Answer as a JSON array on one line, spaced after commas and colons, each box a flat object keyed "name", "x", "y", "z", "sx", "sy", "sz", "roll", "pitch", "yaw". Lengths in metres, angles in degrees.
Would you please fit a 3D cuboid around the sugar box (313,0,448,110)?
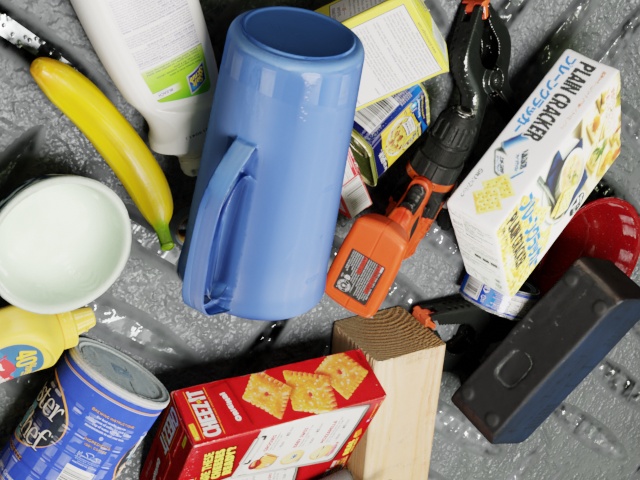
[{"name": "sugar box", "x": 0.013, "y": -0.155, "z": 0.923, "sx": 0.176, "sy": 0.048, "sz": 0.093, "roll": -19, "pitch": 134, "yaw": 20}]

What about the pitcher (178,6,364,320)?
[{"name": "pitcher", "x": -0.043, "y": -0.058, "z": 0.875, "sx": 0.144, "sy": 0.149, "sz": 0.243, "roll": 0, "pitch": 127, "yaw": -18}]

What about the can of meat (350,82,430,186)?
[{"name": "can of meat", "x": 0.056, "y": -0.111, "z": 1.004, "sx": 0.084, "sy": 0.057, "sz": 0.102, "roll": -45, "pitch": 161, "yaw": -9}]

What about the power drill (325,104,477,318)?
[{"name": "power drill", "x": 0.079, "y": -0.026, "z": 1.006, "sx": 0.187, "sy": 0.057, "sz": 0.185, "roll": -47, "pitch": 164, "yaw": -52}]

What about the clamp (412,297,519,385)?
[{"name": "clamp", "x": 0.184, "y": 0.112, "z": 1.240, "sx": 0.164, "sy": 0.036, "sz": 0.209, "roll": -50, "pitch": 132, "yaw": 3}]

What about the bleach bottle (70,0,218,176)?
[{"name": "bleach bottle", "x": -0.140, "y": -0.157, "z": 0.864, "sx": 0.102, "sy": 0.068, "sz": 0.251, "roll": -28, "pitch": 129, "yaw": -16}]

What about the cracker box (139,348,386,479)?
[{"name": "cracker box", "x": -0.060, "y": 0.197, "z": 1.071, "sx": 0.213, "sy": 0.072, "sz": 0.164, "roll": -9, "pitch": 142, "yaw": -30}]

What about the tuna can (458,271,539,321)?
[{"name": "tuna can", "x": 0.200, "y": 0.057, "z": 1.190, "sx": 0.085, "sy": 0.086, "sz": 0.034, "roll": 10, "pitch": 107, "yaw": -37}]

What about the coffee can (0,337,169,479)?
[{"name": "coffee can", "x": -0.216, "y": 0.173, "z": 0.962, "sx": 0.102, "sy": 0.103, "sz": 0.140, "roll": 30, "pitch": 96, "yaw": -40}]

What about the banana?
[{"name": "banana", "x": -0.171, "y": -0.081, "z": 0.879, "sx": 0.037, "sy": 0.070, "sz": 0.197, "roll": -33, "pitch": 122, "yaw": 2}]

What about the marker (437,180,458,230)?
[{"name": "marker", "x": 0.137, "y": -0.066, "z": 1.125, "sx": 0.020, "sy": 0.020, "sz": 0.121, "roll": -14, "pitch": 121, "yaw": -28}]

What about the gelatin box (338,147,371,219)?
[{"name": "gelatin box", "x": 0.006, "y": -0.072, "z": 0.998, "sx": 0.030, "sy": 0.073, "sz": 0.089, "roll": -36, "pitch": 128, "yaw": -14}]

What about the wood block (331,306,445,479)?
[{"name": "wood block", "x": 0.066, "y": 0.189, "z": 1.168, "sx": 0.090, "sy": 0.091, "sz": 0.206, "roll": -11, "pitch": 120, "yaw": -28}]

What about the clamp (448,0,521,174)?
[{"name": "clamp", "x": 0.158, "y": -0.153, "z": 1.069, "sx": 0.120, "sy": 0.039, "sz": 0.171, "roll": -43, "pitch": 126, "yaw": -35}]

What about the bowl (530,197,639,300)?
[{"name": "bowl", "x": 0.300, "y": 0.015, "z": 1.254, "sx": 0.161, "sy": 0.055, "sz": 0.162, "roll": -16, "pitch": 122, "yaw": -27}]

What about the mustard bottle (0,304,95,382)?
[{"name": "mustard bottle", "x": -0.281, "y": 0.093, "z": 0.892, "sx": 0.191, "sy": 0.058, "sz": 0.096, "roll": -19, "pitch": 158, "yaw": -26}]
